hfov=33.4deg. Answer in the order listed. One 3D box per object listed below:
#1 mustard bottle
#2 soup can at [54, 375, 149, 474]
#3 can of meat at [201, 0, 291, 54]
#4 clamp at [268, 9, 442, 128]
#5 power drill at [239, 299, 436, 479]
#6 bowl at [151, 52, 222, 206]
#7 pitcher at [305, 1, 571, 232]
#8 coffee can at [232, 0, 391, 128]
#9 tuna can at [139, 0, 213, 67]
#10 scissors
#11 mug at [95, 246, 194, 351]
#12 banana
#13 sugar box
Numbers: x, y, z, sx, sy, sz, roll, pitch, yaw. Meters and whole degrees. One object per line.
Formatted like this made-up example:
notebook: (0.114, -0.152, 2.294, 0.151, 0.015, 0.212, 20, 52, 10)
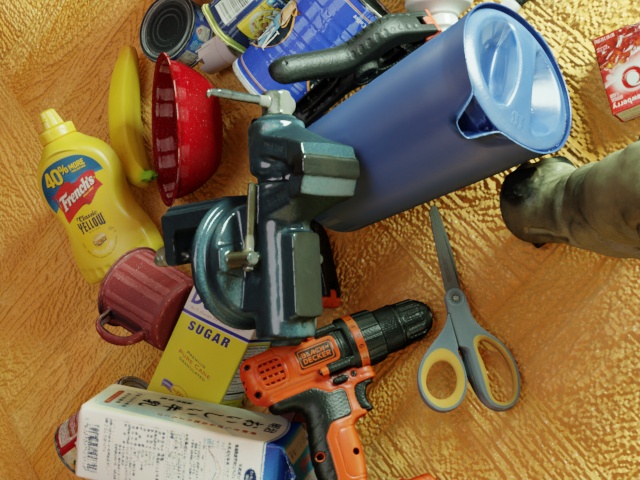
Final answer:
mustard bottle: (-0.255, -0.055, 1.165, 0.096, 0.058, 0.191, -25, 96, 21)
soup can: (-0.223, 0.197, 1.131, 0.102, 0.068, 0.068, -38, 61, 21)
can of meat: (-0.057, -0.235, 1.098, 0.084, 0.102, 0.057, -38, 60, 19)
clamp: (0.029, -0.157, 0.982, 0.171, 0.120, 0.039, -23, 76, -12)
power drill: (0.043, 0.157, 0.936, 0.184, 0.057, 0.188, -21, 73, -11)
bowl: (-0.140, -0.117, 1.127, 0.162, 0.055, 0.162, 177, 90, -72)
pitcher: (0.091, -0.099, 0.938, 0.243, 0.149, 0.145, -26, 60, 44)
coffee can: (-0.003, -0.189, 1.049, 0.140, 0.102, 0.103, -45, 58, 17)
tuna can: (-0.165, -0.237, 1.212, 0.086, 0.033, 0.086, -9, 74, 33)
scissors: (0.105, 0.067, 0.943, 0.096, 0.016, 0.202, -23, 65, -9)
mug: (-0.179, 0.070, 1.107, 0.082, 0.117, 0.093, 27, 134, 31)
banana: (-0.214, -0.130, 1.214, 0.070, 0.037, 0.198, -39, 54, 34)
sugar box: (-0.108, 0.113, 1.068, 0.093, 0.048, 0.176, 36, 111, 32)
